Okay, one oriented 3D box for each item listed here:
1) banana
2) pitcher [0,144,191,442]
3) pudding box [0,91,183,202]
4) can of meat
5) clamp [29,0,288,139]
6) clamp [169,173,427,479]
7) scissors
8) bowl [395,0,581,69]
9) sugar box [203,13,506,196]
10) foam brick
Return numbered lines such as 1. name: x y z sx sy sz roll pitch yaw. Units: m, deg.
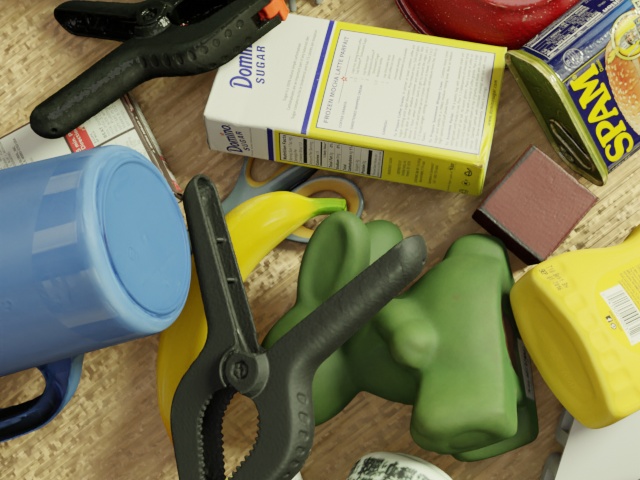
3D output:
1. banana: -0.062 0.042 0.681 0.069 0.037 0.198 32 98 2
2. pitcher: -0.200 0.033 0.631 0.243 0.149 0.145 -13 63 21
3. pudding box: -0.160 -0.042 0.706 0.113 0.039 0.090 -28 86 5
4. can of meat: 0.175 -0.098 0.652 0.084 0.057 0.102 -39 123 -2
5. clamp: -0.106 -0.120 0.665 0.172 0.039 0.120 -9 56 22
6. clamp: -0.028 0.072 0.612 0.165 0.036 0.210 9 87 31
7. scissors: -0.055 0.001 0.704 0.096 0.016 0.202 44 91 6
8. bowl: 0.119 -0.189 0.666 0.162 0.055 0.162 0 98 3
9. sugar box: 0.023 -0.089 0.675 0.176 0.048 0.093 10 61 8
10. foam brick: 0.130 -0.020 0.658 0.051 0.078 0.053 40 93 6
